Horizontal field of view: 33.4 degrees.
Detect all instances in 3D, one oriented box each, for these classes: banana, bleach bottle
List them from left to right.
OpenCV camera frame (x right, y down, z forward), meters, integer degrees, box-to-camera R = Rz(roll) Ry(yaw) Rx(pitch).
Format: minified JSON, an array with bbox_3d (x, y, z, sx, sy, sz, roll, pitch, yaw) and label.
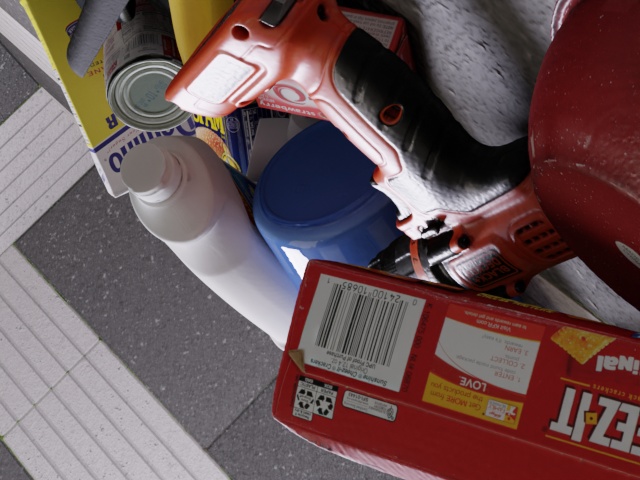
[{"bbox_3d":[-0.070,-0.158,0.525,0.037,0.069,0.198,10,152,12],"label":"banana"},{"bbox_3d":[-0.055,0.001,0.692,0.102,0.068,0.250,66,-170,22],"label":"bleach bottle"}]

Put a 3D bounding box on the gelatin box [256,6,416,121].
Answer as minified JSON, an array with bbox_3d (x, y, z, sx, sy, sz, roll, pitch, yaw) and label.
[{"bbox_3d":[0.004,-0.088,0.544,0.089,0.030,0.073,14,161,17],"label":"gelatin box"}]

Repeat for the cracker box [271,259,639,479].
[{"bbox_3d":[0.103,0.074,0.445,0.164,0.072,0.213,13,174,31],"label":"cracker box"}]

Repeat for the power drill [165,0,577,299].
[{"bbox_3d":[0.023,-0.038,0.498,0.187,0.057,0.185,36,150,-12],"label":"power drill"}]

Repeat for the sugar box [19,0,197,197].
[{"bbox_3d":[-0.164,-0.133,0.868,0.176,0.093,0.048,66,167,-12],"label":"sugar box"}]

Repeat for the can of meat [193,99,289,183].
[{"bbox_3d":[-0.059,-0.078,0.808,0.102,0.057,0.084,31,131,60],"label":"can of meat"}]

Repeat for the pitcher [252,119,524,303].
[{"bbox_3d":[0.061,0.040,0.688,0.149,0.145,0.242,3,142,38],"label":"pitcher"}]

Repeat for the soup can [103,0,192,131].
[{"bbox_3d":[-0.126,-0.138,0.791,0.068,0.068,0.102,52,-162,-43],"label":"soup can"}]
